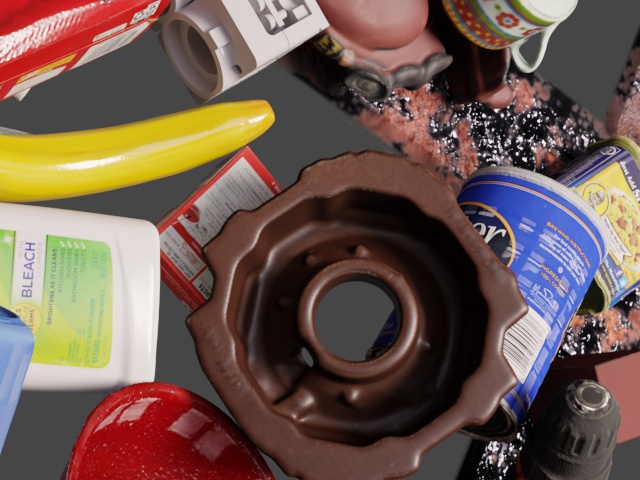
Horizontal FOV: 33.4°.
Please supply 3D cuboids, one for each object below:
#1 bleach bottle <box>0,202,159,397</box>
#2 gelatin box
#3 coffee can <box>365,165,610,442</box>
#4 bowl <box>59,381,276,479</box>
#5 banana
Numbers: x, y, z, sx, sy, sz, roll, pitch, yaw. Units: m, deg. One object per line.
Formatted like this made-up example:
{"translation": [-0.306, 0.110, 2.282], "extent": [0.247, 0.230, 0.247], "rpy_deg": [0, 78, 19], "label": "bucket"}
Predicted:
{"translation": [-0.209, 0.028, 0.524], "extent": [0.250, 0.068, 0.102], "rpy_deg": [4, 85, -25], "label": "bleach bottle"}
{"translation": [-0.054, 0.001, 0.628], "extent": [0.089, 0.030, 0.073], "rpy_deg": [-46, 105, -25], "label": "gelatin box"}
{"translation": [0.105, 0.039, 0.666], "extent": [0.102, 0.103, 0.140], "rpy_deg": [40, 66, -18], "label": "coffee can"}
{"translation": [-0.079, 0.154, 0.523], "extent": [0.162, 0.055, 0.162], "rpy_deg": [40, 33, -34], "label": "bowl"}
{"translation": [-0.118, -0.048, 0.580], "extent": [0.197, 0.070, 0.037], "rpy_deg": [-11, 83, -37], "label": "banana"}
